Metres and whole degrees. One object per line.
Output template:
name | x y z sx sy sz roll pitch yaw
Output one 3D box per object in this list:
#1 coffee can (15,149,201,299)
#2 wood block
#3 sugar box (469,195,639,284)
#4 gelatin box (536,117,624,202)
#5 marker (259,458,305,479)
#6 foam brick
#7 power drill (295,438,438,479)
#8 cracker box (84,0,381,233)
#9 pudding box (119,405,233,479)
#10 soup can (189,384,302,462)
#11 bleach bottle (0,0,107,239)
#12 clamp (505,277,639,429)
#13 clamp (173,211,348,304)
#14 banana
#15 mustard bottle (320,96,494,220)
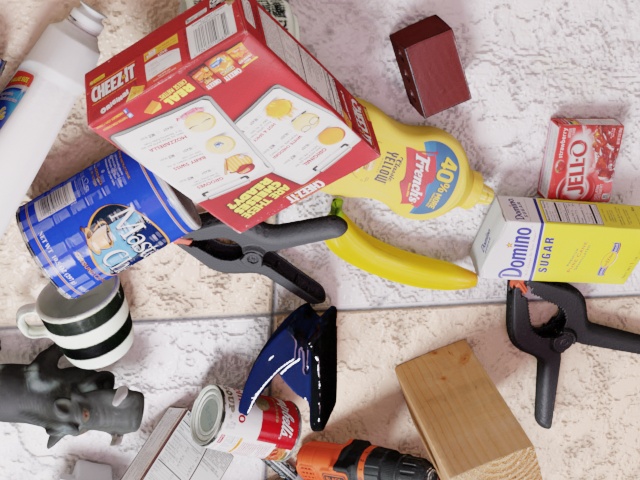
coffee can | -0.197 -0.023 1.002 0.140 0.103 0.102 -30 118 2
wood block | 0.157 0.206 1.135 0.090 0.206 0.091 -21 118 -2
sugar box | 0.257 0.002 1.136 0.176 0.048 0.093 1 138 -15
gelatin box | 0.273 -0.083 1.121 0.073 0.030 0.089 -1 115 -12
marker | -0.044 0.260 1.221 0.020 0.020 0.121 -39 117 7
foam brick | 0.106 -0.168 1.030 0.051 0.053 0.078 -22 118 -2
power drill | 0.075 0.303 1.188 0.057 0.185 0.187 -43 119 -38
cracker box | -0.073 -0.109 0.933 0.164 0.072 0.213 -27 144 22
pudding box | -0.155 0.249 1.146 0.039 0.113 0.090 -9 129 44
soup can | -0.080 0.196 1.143 0.102 0.069 0.068 19 110 -33
bleach bottle | -0.270 -0.103 0.961 0.068 0.103 0.251 28 100 -32
clamp | 0.281 0.105 1.210 0.164 0.036 0.210 -31 118 4
clamp | -0.057 0.001 1.063 0.171 0.039 0.120 16 129 -12
banana | 0.072 0.016 1.108 0.197 0.070 0.037 26 65 -27
mustard bottle | 0.090 -0.071 1.070 0.191 0.058 0.096 17 108 -20
